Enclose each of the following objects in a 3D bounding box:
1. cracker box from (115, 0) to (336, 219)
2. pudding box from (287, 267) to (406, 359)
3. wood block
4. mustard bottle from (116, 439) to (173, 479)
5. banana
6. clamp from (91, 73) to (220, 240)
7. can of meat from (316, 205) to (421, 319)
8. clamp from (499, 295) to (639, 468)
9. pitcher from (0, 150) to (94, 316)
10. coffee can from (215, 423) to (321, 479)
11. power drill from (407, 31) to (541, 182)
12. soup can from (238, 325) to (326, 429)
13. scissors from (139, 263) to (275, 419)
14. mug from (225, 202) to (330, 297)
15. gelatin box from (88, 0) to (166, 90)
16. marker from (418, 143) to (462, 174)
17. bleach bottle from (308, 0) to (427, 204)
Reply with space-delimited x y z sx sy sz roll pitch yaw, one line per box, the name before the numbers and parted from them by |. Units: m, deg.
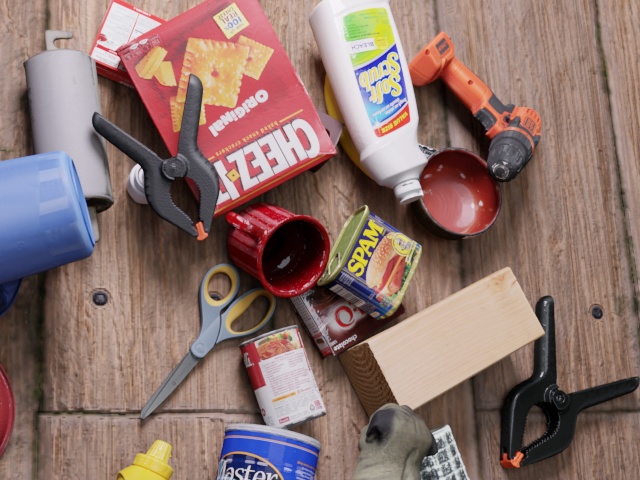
cracker box | -0.102 -0.151 1.170 0.164 0.072 0.213 -28 95 -2
pudding box | 0.029 0.070 1.218 0.113 0.039 0.090 -29 86 -26
wood block | 0.137 0.119 1.216 0.205 0.090 0.091 -25 84 -25
mustard bottle | -0.193 0.285 1.039 0.058 0.096 0.191 28 66 -10
banana | 0.044 -0.152 1.283 0.069 0.037 0.198 -12 76 1
clamp | -0.147 -0.086 1.119 0.120 0.039 0.171 -30 103 4
can of meat | 0.057 0.027 1.190 0.084 0.058 0.102 33 62 -12
clamp | 0.287 0.192 1.277 0.164 0.036 0.209 35 68 -7
pitcher | -0.344 0.003 1.025 0.242 0.149 0.145 -15 73 -8
coffee can | -0.061 0.268 1.090 0.102 0.103 0.140 16 69 -15
power drill | 0.185 -0.161 1.299 0.187 0.057 0.184 43 29 -3
soup can | -0.040 0.150 1.152 0.068 0.069 0.102 -16 81 -24
scissors | -0.138 0.099 1.161 0.201 0.016 0.096 -33 86 -25
mug | -0.058 0.001 1.162 0.117 0.082 0.093 30 88 -39
gelatin box | -0.220 -0.222 1.219 0.073 0.030 0.089 22 68 -14
marker | 0.120 -0.111 1.317 0.121 0.020 0.020 20 68 -14
bleach bottle | 0.071 -0.165 1.246 0.102 0.068 0.251 -15 79 -24
